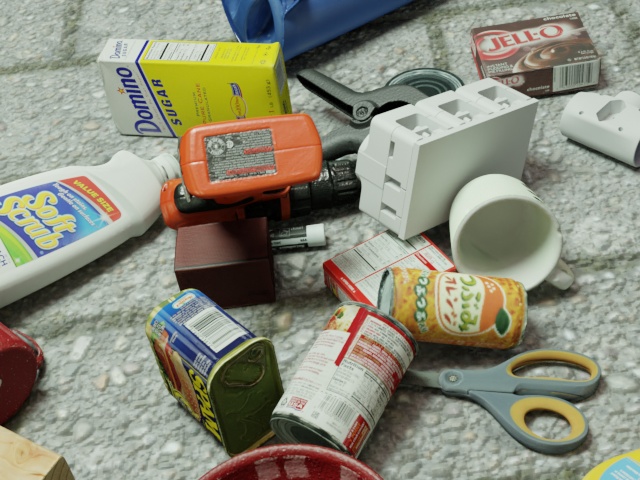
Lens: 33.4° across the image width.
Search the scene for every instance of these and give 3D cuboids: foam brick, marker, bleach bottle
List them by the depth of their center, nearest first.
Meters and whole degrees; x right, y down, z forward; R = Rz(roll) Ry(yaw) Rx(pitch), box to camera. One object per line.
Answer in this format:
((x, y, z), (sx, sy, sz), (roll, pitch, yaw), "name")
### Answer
((-0.078, 0.020, 0.883), (0.078, 0.053, 0.051), (-7, 44, 0), "foam brick")
((-0.235, -0.019, 0.921), (0.250, 0.068, 0.102), (-30, 80, -27), "bleach bottle")
((-0.056, 0.001, 0.924), (0.121, 0.020, 0.020), (-6, 44, 3), "marker")

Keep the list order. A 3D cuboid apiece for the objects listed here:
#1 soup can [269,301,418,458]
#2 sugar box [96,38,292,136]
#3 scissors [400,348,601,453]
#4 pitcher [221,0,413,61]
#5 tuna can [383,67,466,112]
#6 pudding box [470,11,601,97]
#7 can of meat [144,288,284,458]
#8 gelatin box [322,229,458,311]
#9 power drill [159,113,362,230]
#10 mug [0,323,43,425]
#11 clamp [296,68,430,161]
((0.017, 0.104, 0.760), (0.069, 0.068, 0.102), (19, 60, 26), "soup can")
((-0.120, -0.145, 1.033), (0.176, 0.093, 0.048), (2, 44, 11), "sugar box")
((0.107, 0.119, 0.779), (0.202, 0.016, 0.096), (-7, 44, 3), "scissors")
((0.016, -0.286, 1.146), (0.242, 0.145, 0.149), (-26, 58, -23), "pitcher")
((0.100, -0.129, 1.025), (0.086, 0.034, 0.086), (-4, 44, 4), "tuna can")
((0.211, -0.182, 1.060), (0.113, 0.039, 0.090), (-7, 43, 1), "pudding box")
((-0.076, 0.094, 0.772), (0.057, 0.102, 0.084), (-34, 48, -25), "can of meat")
((0.058, 0.029, 0.870), (0.089, 0.030, 0.073), (-26, 45, -18), "gelatin box")
((-0.043, -0.051, 0.871), (0.184, 0.188, 0.057), (-10, 81, -6), "power drill")
((-0.265, 0.093, 0.820), (0.082, 0.093, 0.117), (30, 19, 27), "mug")
((0.035, -0.100, 0.978), (0.172, 0.039, 0.120), (10, 72, 29), "clamp")
